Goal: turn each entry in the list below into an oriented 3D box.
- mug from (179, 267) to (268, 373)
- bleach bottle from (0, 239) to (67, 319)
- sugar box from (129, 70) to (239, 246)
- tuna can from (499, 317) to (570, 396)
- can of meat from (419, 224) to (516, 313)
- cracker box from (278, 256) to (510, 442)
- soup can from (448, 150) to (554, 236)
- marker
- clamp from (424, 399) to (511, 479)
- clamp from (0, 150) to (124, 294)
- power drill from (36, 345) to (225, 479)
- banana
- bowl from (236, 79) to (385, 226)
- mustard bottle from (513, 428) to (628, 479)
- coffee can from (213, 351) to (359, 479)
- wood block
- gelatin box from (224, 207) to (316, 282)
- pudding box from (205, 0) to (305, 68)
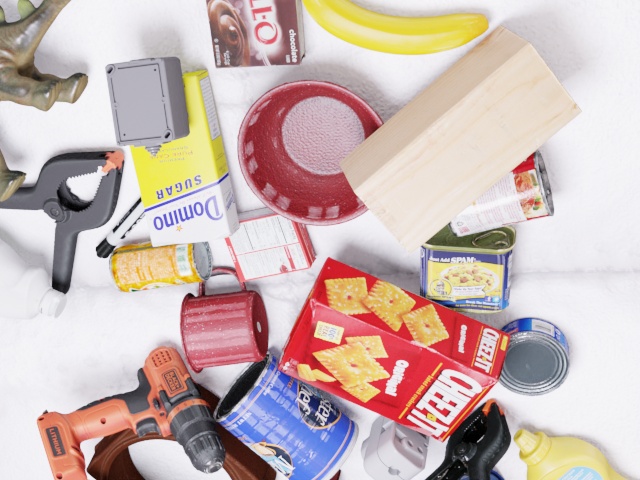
[{"bbox_3d":[-0.108,0.089,1.216,0.081,0.093,0.117,-8,80,11],"label":"mug"},{"bbox_3d":[-0.406,0.018,1.227,0.251,0.068,0.103,24,124,8],"label":"bleach bottle"},{"bbox_3d":[-0.150,-0.085,1.131,0.093,0.048,0.176,-7,104,15],"label":"sugar box"},{"bbox_3d":[0.233,0.129,1.186,0.086,0.033,0.086,5,119,9],"label":"tuna can"},{"bbox_3d":[0.155,0.028,1.136,0.102,0.057,0.084,4,121,11],"label":"can of meat"},{"bbox_3d":[0.074,0.125,1.167,0.213,0.072,0.164,24,143,-1],"label":"cracker box"},{"bbox_3d":[0.179,-0.046,1.083,0.102,0.068,0.068,-13,114,19],"label":"soup can"},{"bbox_3d":[-0.219,-0.020,1.212,0.020,0.020,0.121,40,119,-11],"label":"marker"},{"bbox_3d":[0.157,0.251,1.199,0.120,0.171,0.039,-11,120,34],"label":"clamp"},{"bbox_3d":[-0.303,-0.044,1.207,0.164,0.036,0.210,41,121,-11],"label":"clamp"},{"bbox_3d":[-0.214,0.220,1.209,0.187,0.185,0.057,-23,135,-13],"label":"power drill"},{"bbox_3d":[0.061,-0.215,1.034,0.198,0.037,0.070,20,121,1],"label":"banana"},{"bbox_3d":[-0.002,-0.098,1.101,0.162,0.055,0.162,5,119,9],"label":"bowl"},{"bbox_3d":[0.298,0.284,1.241,0.191,0.058,0.096,40,120,-11],"label":"mustard bottle"},{"bbox_3d":[-0.040,0.213,1.251,0.140,0.102,0.103,41,118,-11],"label":"coffee can"},{"bbox_3d":[0.129,-0.096,1.016,0.206,0.091,0.090,-40,112,8],"label":"wood block"},{"bbox_3d":[-0.058,0.001,1.182,0.089,0.030,0.073,-12,114,18],"label":"gelatin box"},{"bbox_3d":[-0.064,-0.229,1.053,0.090,0.039,0.113,0,118,12],"label":"pudding box"}]
